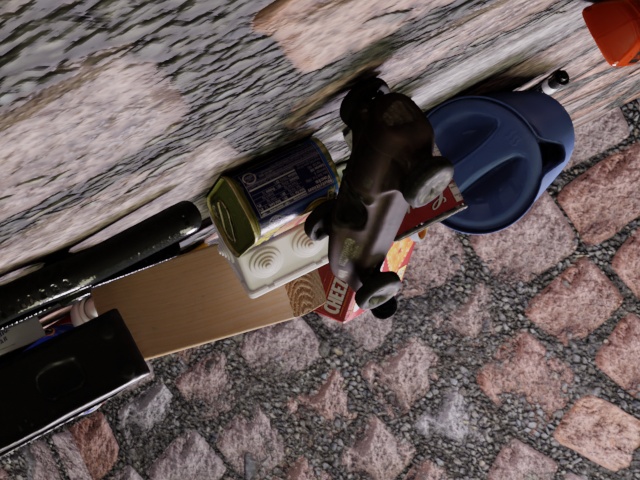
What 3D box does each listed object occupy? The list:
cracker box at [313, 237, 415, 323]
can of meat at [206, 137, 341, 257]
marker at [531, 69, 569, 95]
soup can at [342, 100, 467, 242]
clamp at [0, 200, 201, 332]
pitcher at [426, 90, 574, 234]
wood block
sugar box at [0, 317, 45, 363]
[{"bbox_3d":[0.063,0.003,1.347,0.213,0.072,0.164,-19,129,-69],"label":"cracker box"},{"bbox_3d":[-0.037,-0.035,0.851,0.083,0.057,0.102,-27,177,-18],"label":"can of meat"},{"bbox_3d":[0.264,-0.177,1.273,0.020,0.020,0.121,-25,177,-16],"label":"marker"},{"bbox_3d":[0.070,-0.058,0.887,0.068,0.102,0.068,-26,177,-2],"label":"soup can"},{"bbox_3d":[-0.186,0.026,0.810,0.209,0.036,0.165,-25,177,-22],"label":"clamp"},{"bbox_3d":[0.180,-0.093,1.115,0.145,0.149,0.242,-58,167,23],"label":"pitcher"},{"bbox_3d":[-0.112,0.053,1.063,0.206,0.091,0.090,-17,-179,22],"label":"wood block"},{"bbox_3d":[-0.329,0.110,0.965,0.093,0.048,0.177,-23,177,-44],"label":"sugar box"}]
